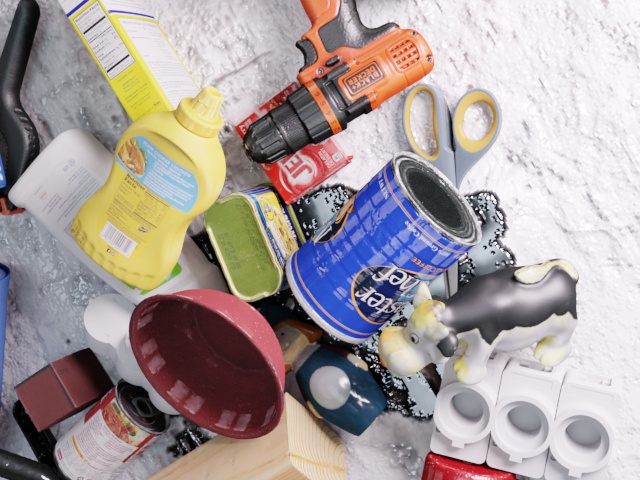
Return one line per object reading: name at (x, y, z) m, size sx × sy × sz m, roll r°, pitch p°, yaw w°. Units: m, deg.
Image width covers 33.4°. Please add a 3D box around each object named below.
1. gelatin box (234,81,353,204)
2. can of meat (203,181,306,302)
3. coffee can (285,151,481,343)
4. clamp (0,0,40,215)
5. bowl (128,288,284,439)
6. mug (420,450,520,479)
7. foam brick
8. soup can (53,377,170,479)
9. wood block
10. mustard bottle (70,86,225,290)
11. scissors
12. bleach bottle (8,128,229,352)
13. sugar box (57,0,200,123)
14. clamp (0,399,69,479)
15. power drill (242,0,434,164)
gelatin box at (-0.024, -0.089, 0.977) m, size 0.073 × 0.030 × 0.089 m, roll -35°, pitch 86°, yaw 19°
can of meat at (-0.056, 0.001, 0.971) m, size 0.057 × 0.083 × 0.102 m, roll -23°, pitch 90°, yaw 19°
coffee can at (0.053, 0.007, 0.918) m, size 0.103 × 0.102 × 0.140 m, roll 49°, pitch 116°, yaw 6°
clamp at (-0.322, -0.132, 1.061) m, size 0.165 × 0.036 × 0.210 m, roll -19°, pitch 90°, yaw 24°
bowl at (-0.089, 0.098, 0.947) m, size 0.162 × 0.055 × 0.162 m, roll 20°, pitch 133°, yaw 22°
mug at (0.138, 0.235, 0.946) m, size 0.117 × 0.093 × 0.081 m, roll 8°, pitch 96°, yaw -10°
foam brick at (-0.253, 0.146, 1.058) m, size 0.051 × 0.078 × 0.053 m, roll -34°, pitch 85°, yaw 19°
soup can at (-0.206, 0.192, 1.054) m, size 0.102 × 0.068 × 0.068 m, roll -43°, pitch 84°, yaw 19°
wood block at (-0.083, 0.244, 0.993) m, size 0.206 × 0.090 × 0.090 m, roll -34°, pitch 123°, yaw 19°
mustard bottle at (-0.137, -0.053, 0.922) m, size 0.096 × 0.058 × 0.192 m, roll 38°, pitch 118°, yaw 5°
scissors at (0.129, -0.046, 0.942) m, size 0.096 × 0.016 × 0.202 m, roll -16°, pitch 92°, yaw 19°
bleach bottle at (-0.178, 0.012, 1.024) m, size 0.251 × 0.068 × 0.103 m, roll 46°, pitch 108°, yaw 4°
sugar box at (-0.173, -0.175, 0.980) m, size 0.048 × 0.093 × 0.176 m, roll -36°, pitch 85°, yaw 18°
clamp at (-0.265, 0.231, 1.075) m, size 0.171 × 0.120 × 0.039 m, roll 41°, pitch 113°, yaw -14°
power drill at (-0.020, -0.180, 0.930) m, size 0.184 × 0.057 × 0.187 m, roll -30°, pitch 89°, yaw -2°
